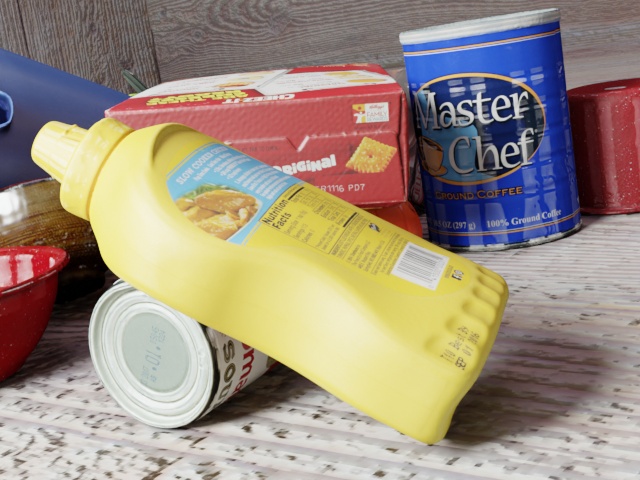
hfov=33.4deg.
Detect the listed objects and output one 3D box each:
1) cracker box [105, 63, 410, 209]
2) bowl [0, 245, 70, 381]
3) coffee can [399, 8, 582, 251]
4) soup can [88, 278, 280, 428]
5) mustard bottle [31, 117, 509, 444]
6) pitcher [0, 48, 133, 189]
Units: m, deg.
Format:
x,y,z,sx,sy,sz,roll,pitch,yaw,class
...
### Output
x,y,z,sx,sy,sz,roll,pitch,yaw,class
-0.034,-0.066,0.678,0.164,0.072,0.213,-5,13,1,cracker box
-0.208,0.049,0.565,0.162,0.055,0.162,-9,12,2,bowl
0.112,-0.073,0.696,0.103,0.140,0.103,-9,11,2,coffee can
-0.046,0.034,0.480,0.069,0.068,0.102,-2,14,31,soup can
-0.025,0.003,0.413,0.191,0.058,0.096,27,27,6,mustard bottle
-0.218,-0.066,0.765,0.149,0.145,0.242,45,18,25,pitcher
